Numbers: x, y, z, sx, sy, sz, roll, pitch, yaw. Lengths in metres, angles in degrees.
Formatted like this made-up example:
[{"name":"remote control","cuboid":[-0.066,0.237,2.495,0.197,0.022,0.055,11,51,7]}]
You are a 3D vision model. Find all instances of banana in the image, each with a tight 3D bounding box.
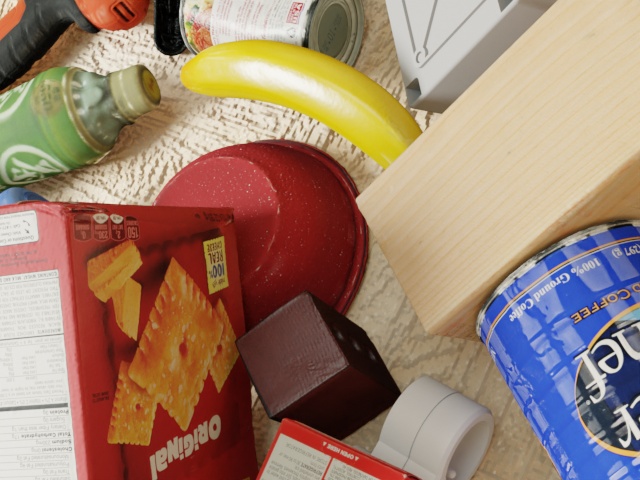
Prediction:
[{"name":"banana","cuboid":[-0.006,-0.080,0.634,0.198,0.037,0.070,32,126,21]}]

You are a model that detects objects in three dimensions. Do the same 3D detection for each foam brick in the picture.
[{"name":"foam brick","cuboid":[0.000,0.071,0.584,0.051,0.078,0.053,-36,58,10]}]

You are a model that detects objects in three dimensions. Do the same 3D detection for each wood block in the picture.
[{"name":"wood block","cuboid":[0.128,-0.045,0.524,0.206,0.090,0.091,-44,55,27]}]

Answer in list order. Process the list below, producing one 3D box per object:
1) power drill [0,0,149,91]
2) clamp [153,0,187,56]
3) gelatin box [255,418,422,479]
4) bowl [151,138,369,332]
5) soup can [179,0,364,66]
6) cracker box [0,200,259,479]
[{"name":"power drill","cuboid":[-0.230,-0.184,0.813,0.188,0.057,0.184,-38,52,9]},{"name":"clamp","cuboid":[-0.102,-0.229,0.745,0.039,0.120,0.171,2,62,-17]},{"name":"gelatin box","cuboid":[-0.001,0.142,0.520,0.073,0.030,0.089,19,80,30]},{"name":"bowl","cuboid":[-0.054,0.001,0.653,0.162,0.055,0.162,-10,66,23]},{"name":"soup can","cuboid":[-0.031,-0.143,0.693,0.102,0.068,0.068,17,78,30]},{"name":"cracker box","cuboid":[-0.095,0.089,0.536,0.072,0.164,0.214,-8,87,22]}]
